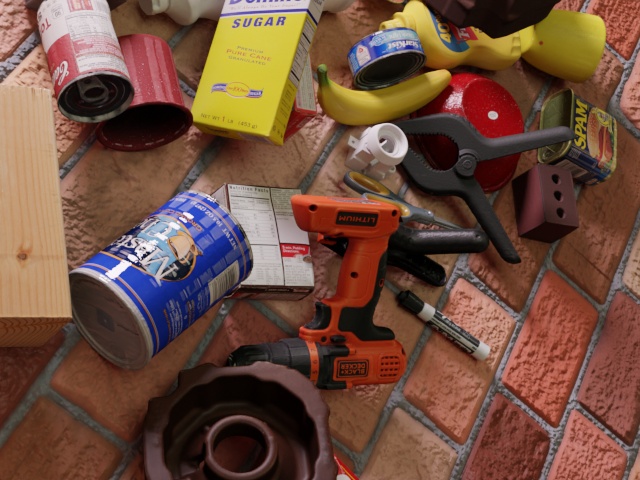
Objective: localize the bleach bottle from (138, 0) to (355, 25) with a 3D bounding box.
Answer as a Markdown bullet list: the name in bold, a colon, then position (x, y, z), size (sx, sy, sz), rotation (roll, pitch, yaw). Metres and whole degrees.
- **bleach bottle**: position (-0.079, -0.275, 1.151), size (0.250, 0.068, 0.102), rotation (-23, 84, -34)

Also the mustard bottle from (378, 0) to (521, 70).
- **mustard bottle**: position (0.151, -0.252, 1.286), size (0.191, 0.058, 0.096), rotation (-7, 71, -34)

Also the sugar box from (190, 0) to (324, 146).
- **sugar box**: position (-0.062, -0.188, 1.070), size (0.093, 0.048, 0.176), rotation (13, 84, 19)

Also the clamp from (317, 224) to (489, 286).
- **clamp**: position (0.085, 0.003, 1.102), size (0.171, 0.120, 0.039), rotation (14, 58, -23)

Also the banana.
- **banana**: position (0.065, -0.159, 1.188), size (0.197, 0.070, 0.037), rotation (-7, 55, -40)

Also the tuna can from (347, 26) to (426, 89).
- **tuna can**: position (0.074, -0.205, 1.200), size (0.085, 0.086, 0.034), rotation (-7, 73, -34)

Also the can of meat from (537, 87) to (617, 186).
- **can of meat**: position (0.325, -0.128, 1.345), size (0.083, 0.058, 0.102), rotation (24, 59, -25)

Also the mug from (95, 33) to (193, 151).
- **mug**: position (-0.169, -0.140, 1.026), size (0.117, 0.093, 0.081), rotation (22, 48, -59)

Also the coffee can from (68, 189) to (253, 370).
- **coffee can**: position (-0.143, 0.033, 0.950), size (0.103, 0.103, 0.140), rotation (51, 53, -3)

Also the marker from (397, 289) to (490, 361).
- **marker**: position (0.132, 0.091, 1.152), size (0.121, 0.020, 0.020), rotation (35, 55, -15)

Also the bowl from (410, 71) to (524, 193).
- **bowl**: position (0.188, -0.139, 1.263), size (0.161, 0.055, 0.162), rotation (12, 64, -27)

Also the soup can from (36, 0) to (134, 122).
- **soup can**: position (-0.210, -0.165, 0.949), size (0.068, 0.069, 0.102), rotation (-2, 59, -33)

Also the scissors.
- **scissors**: position (0.098, -0.038, 1.181), size (0.201, 0.016, 0.096), rotation (7, 32, -52)

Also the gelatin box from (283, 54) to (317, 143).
- **gelatin box**: position (-0.036, -0.156, 1.117), size (0.030, 0.073, 0.089), rotation (5, 67, -32)

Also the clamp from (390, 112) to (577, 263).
- **clamp**: position (0.173, -0.092, 1.200), size (0.210, 0.036, 0.164), rotation (30, 94, 1)

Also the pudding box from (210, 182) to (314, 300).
- **pudding box**: position (-0.057, 0.001, 1.060), size (0.089, 0.039, 0.113), rotation (3, 67, -31)

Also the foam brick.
- **foam brick**: position (0.268, -0.044, 1.275), size (0.052, 0.051, 0.078), rotation (8, 66, -29)

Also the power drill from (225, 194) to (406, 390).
- **power drill**: position (0.002, 0.052, 1.021), size (0.184, 0.057, 0.188), rotation (1, 100, -26)

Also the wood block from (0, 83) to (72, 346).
- **wood block**: position (-0.274, -0.021, 0.900), size (0.090, 0.090, 0.206), rotation (3, 68, -32)
